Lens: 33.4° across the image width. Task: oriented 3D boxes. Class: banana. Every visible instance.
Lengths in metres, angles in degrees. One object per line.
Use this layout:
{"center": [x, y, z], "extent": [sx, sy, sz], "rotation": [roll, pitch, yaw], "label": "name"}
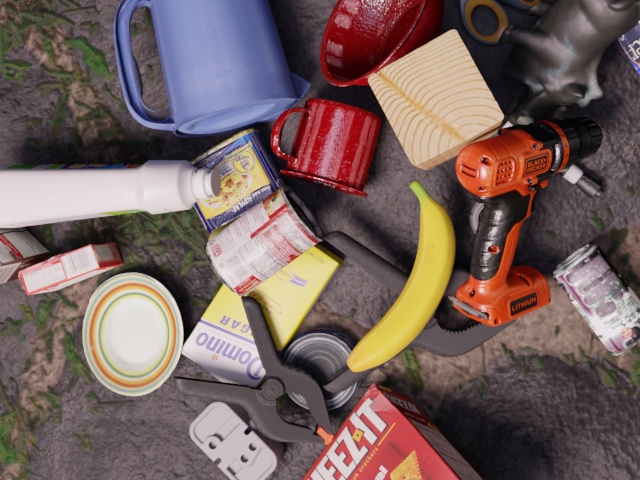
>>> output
{"center": [0.089, 0.044, 1.052], "extent": [0.069, 0.037, 0.198], "rotation": [19, 85, 2], "label": "banana"}

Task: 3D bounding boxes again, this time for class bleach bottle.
{"center": [-0.221, -0.052, 1.102], "extent": [0.251, 0.102, 0.068], "rotation": [-3, 95, 17], "label": "bleach bottle"}

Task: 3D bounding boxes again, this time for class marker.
{"center": [0.238, -0.083, 1.090], "extent": [0.121, 0.020, 0.020], "rotation": [37, 97, 5], "label": "marker"}

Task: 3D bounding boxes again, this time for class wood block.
{"center": [0.112, -0.126, 1.013], "extent": [0.090, 0.206, 0.091], "rotation": [-28, 89, 9], "label": "wood block"}

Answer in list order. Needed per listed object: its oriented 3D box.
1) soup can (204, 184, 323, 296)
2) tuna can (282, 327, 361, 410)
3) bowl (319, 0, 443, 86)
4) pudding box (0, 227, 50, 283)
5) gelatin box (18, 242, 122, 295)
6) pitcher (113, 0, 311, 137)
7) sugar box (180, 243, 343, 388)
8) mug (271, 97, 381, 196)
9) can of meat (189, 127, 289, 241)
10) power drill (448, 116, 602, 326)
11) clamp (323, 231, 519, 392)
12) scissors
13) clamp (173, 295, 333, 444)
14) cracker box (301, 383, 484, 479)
{"center": [-0.057, 0.001, 1.068], "extent": [0.102, 0.068, 0.068], "rotation": [-36, 87, 11], "label": "soup can"}
{"center": [0.001, 0.137, 1.129], "extent": [0.086, 0.033, 0.086], "rotation": [0, 92, 9], "label": "tuna can"}
{"center": [0.071, -0.214, 1.065], "extent": [0.055, 0.162, 0.162], "rotation": [27, 98, -31], "label": "bowl"}
{"center": [-0.352, 0.001, 1.137], "extent": [0.090, 0.113, 0.039], "rotation": [43, 102, 5], "label": "pudding box"}
{"center": [-0.267, 0.029, 1.145], "extent": [0.089, 0.073, 0.030], "rotation": [-20, 88, 10], "label": "gelatin box"}
{"center": [-0.122, -0.231, 1.083], "extent": [0.145, 0.149, 0.243], "rotation": [-17, 86, 34], "label": "pitcher"}
{"center": [-0.063, 0.070, 1.130], "extent": [0.093, 0.048, 0.176], "rotation": [33, 96, 6], "label": "sugar box"}
{"center": [0.004, -0.099, 1.085], "extent": [0.117, 0.093, 0.081], "rotation": [16, 90, -26], "label": "mug"}
{"center": [-0.090, -0.059, 1.123], "extent": [0.102, 0.057, 0.084], "rotation": [-29, 86, 9], "label": "can of meat"}
{"center": [0.195, -0.023, 1.021], "extent": [0.057, 0.184, 0.188], "rotation": [29, 125, 45], "label": "power drill"}
{"center": [0.098, 0.082, 1.091], "extent": [0.210, 0.036, 0.164], "rotation": [7, 95, -5], "label": "clamp"}
{"center": [0.128, -0.268, 1.079], "extent": [0.201, 0.016, 0.096], "rotation": [21, 103, -6], "label": "scissors"}
{"center": [-0.051, 0.141, 1.093], "extent": [0.171, 0.039, 0.120], "rotation": [32, 92, -7], "label": "clamp"}
{"center": [0.073, 0.265, 1.039], "extent": [0.072, 0.214, 0.164], "rotation": [31, 98, -36], "label": "cracker box"}
